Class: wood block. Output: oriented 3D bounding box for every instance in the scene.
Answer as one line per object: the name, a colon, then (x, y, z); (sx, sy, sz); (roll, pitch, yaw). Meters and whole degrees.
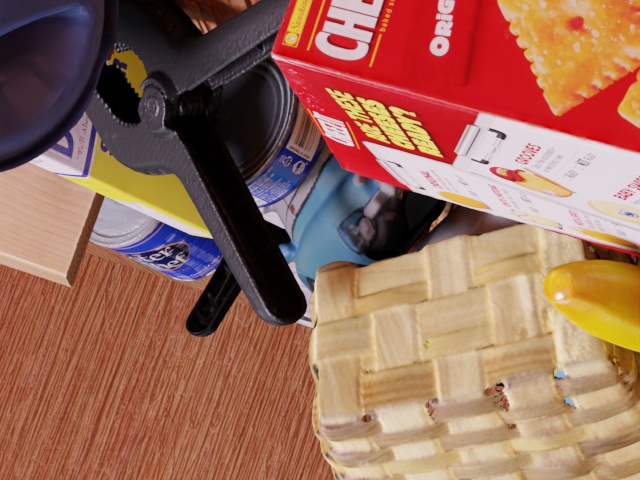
wood block: (-0.264, -0.045, 0.766); (0.206, 0.091, 0.090); (19, 170, -7)

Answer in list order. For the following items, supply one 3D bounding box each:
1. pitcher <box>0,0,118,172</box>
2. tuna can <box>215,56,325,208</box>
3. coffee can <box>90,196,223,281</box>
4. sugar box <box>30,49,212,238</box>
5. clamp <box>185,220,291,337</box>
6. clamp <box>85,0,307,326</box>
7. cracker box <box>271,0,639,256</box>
pitcher: (-0.226, -0.116, 0.484); (0.243, 0.145, 0.149); (16, 152, 37)
tuna can: (-0.038, -0.061, 0.577); (0.086, 0.086, 0.033); (12, 171, 40)
coffee can: (-0.152, -0.026, 1.004); (0.103, 0.103, 0.140); (15, 171, 25)
sugar box: (-0.118, -0.073, 0.653); (0.048, 0.093, 0.176); (9, 168, 44)
clamp: (-0.056, 0.001, 0.844); (0.039, 0.120, 0.171); (23, -152, 31)
clamp: (-0.065, -0.076, 0.527); (0.036, 0.165, 0.210); (-14, -141, -41)
cracker box: (0.106, -0.046, 0.397); (0.214, 0.072, 0.164); (18, 174, 12)
